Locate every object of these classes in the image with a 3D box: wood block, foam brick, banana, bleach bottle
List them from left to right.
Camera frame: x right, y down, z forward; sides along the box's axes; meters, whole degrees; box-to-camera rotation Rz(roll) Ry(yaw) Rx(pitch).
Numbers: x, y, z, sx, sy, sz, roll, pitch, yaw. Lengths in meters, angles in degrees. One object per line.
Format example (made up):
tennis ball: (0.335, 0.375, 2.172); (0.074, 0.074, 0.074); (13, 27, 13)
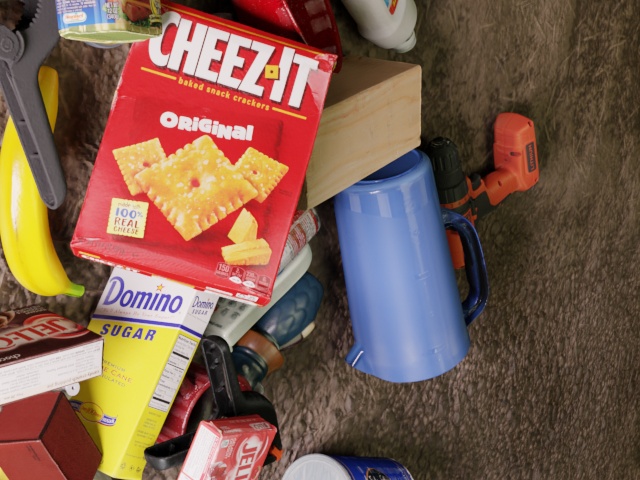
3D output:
banana: (-0.225, -0.035, 0.839); (0.069, 0.037, 0.198); (-49, 143, -61)
foam brick: (-0.216, 0.165, 0.837); (0.051, 0.053, 0.078); (-75, 151, -51)
wood block: (0.008, -0.109, 1.035); (0.205, 0.091, 0.090); (-32, 128, -49)
bleach bottle: (0.044, -0.282, 1.058); (0.250, 0.068, 0.102); (51, 49, -51)

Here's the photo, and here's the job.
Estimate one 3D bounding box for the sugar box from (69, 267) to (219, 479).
sugar box: (-0.163, 0.106, 0.913); (0.048, 0.093, 0.176); (33, 76, -60)

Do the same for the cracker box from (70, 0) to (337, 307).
cracker box: (-0.093, -0.070, 0.866); (0.072, 0.164, 0.213); (144, -38, -78)

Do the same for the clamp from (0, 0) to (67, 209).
clamp: (-0.226, -0.131, 0.765); (0.164, 0.036, 0.210); (28, 75, -44)

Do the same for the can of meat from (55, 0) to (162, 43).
can of meat: (-0.157, -0.191, 0.786); (0.102, 0.057, 0.084); (-25, 111, -73)

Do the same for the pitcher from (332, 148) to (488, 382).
pitcher: (0.093, 0.020, 1.174); (0.149, 0.145, 0.243); (-56, 140, -53)

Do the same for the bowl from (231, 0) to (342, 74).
bowl: (-0.038, -0.215, 0.950); (0.162, 0.055, 0.162); (57, 22, -37)

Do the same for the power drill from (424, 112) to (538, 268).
power drill: (0.197, -0.082, 1.326); (0.187, 0.057, 0.184); (-40, 135, -32)

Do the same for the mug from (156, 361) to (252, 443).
mug: (-0.126, 0.149, 0.985); (0.093, 0.082, 0.117); (-54, 138, -23)

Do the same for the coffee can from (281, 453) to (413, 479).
coffee can: (0.033, 0.297, 1.219); (0.140, 0.103, 0.103); (17, 89, -52)

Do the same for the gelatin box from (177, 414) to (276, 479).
gelatin box: (-0.082, 0.193, 0.903); (0.073, 0.030, 0.089); (7, 109, -54)

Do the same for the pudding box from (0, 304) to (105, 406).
pudding box: (-0.237, 0.087, 0.819); (0.113, 0.090, 0.039); (-16, 115, -47)

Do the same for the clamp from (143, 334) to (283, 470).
clamp: (-0.080, 0.154, 0.944); (0.171, 0.039, 0.120); (32, 84, -58)
